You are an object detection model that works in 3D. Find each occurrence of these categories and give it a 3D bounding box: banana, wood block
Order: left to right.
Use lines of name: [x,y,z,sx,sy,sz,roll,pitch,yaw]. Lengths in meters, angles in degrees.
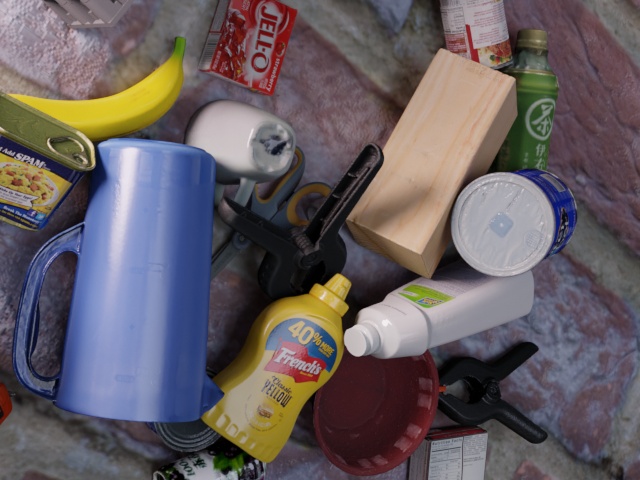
banana: [-0.199,-0.122,0.954,0.197,0.037,0.069,-24,92,-28]
wood block: [0.117,-0.079,1.102,0.206,0.090,0.090,-61,162,-10]

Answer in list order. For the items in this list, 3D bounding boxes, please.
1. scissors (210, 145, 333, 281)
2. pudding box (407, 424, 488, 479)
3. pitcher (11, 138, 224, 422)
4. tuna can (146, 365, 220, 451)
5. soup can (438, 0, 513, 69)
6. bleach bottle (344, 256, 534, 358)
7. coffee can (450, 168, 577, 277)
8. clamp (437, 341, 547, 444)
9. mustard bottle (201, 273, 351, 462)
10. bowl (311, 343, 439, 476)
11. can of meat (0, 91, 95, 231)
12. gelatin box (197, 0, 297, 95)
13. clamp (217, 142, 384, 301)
scissors: [-0.057,0.001,1.054,0.096,0.016,0.201,28,82,-2]
pudding box: [0.146,0.274,1.238,0.089,0.039,0.113,0,97,-32]
pitcher: [-0.168,0.035,0.943,0.149,0.145,0.243,9,86,-59]
tuna can: [-0.130,0.161,1.047,0.086,0.034,0.086,-6,102,-31]
soup can: [0.164,-0.235,1.137,0.068,0.069,0.102,-22,109,-27]
bleach bottle: [0.114,0.072,1.109,0.250,0.103,0.068,-15,110,-43]
coffee can: [0.202,-0.021,1.098,0.140,0.103,0.103,-14,110,-67]
clamp: [0.196,0.166,1.244,0.171,0.039,0.120,15,63,-28]
mustard bottle: [-0.032,0.114,1.035,0.096,0.058,0.191,40,81,-25]
bowl: [0.048,0.167,1.146,0.161,0.055,0.162,-6,102,-31]
can of meat: [-0.255,-0.063,0.896,0.102,0.057,0.084,27,117,-32]
gelatin box: [-0.068,-0.193,1.022,0.073,0.030,0.089,18,89,-33]
clamp: [-0.008,-0.002,1.028,0.164,0.036,0.210,-25,144,-12]
